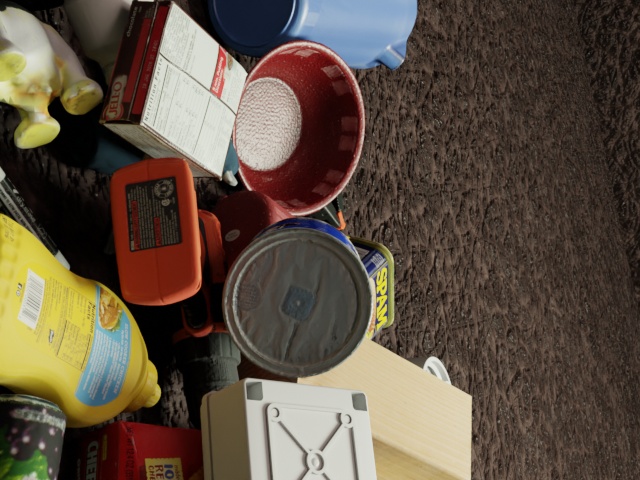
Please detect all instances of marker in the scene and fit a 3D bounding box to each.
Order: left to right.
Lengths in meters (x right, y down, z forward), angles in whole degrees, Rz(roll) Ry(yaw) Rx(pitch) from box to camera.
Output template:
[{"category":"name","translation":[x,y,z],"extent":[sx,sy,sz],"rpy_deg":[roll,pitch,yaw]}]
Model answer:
[{"category":"marker","translation":[-0.203,-0.024,0.695],"extent":[0.121,0.020,0.020],"rpy_deg":[62,30,-29]}]

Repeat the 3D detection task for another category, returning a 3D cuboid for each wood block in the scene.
[{"category":"wood block","translation":[0.031,0.149,0.940],"extent":[0.205,0.090,0.090],"rpy_deg":[31,49,-30]}]

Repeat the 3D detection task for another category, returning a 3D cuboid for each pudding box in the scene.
[{"category":"pudding box","translation":[-0.099,-0.101,0.740],"extent":[0.113,0.039,0.090],"rpy_deg":[35,65,-59]}]

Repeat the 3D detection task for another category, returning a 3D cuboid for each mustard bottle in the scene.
[{"category":"mustard bottle","translation":[-0.165,0.067,0.687],"extent":[0.191,0.058,0.096],"rpy_deg":[44,41,-49]}]

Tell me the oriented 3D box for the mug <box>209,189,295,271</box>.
[{"category":"mug","translation":[-0.056,0.001,0.921],"extent":[0.081,0.093,0.117],"rpy_deg":[37,16,-47]}]

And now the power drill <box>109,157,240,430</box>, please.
[{"category":"power drill","translation":[-0.098,0.038,0.770],"extent":[0.187,0.057,0.184],"rpy_deg":[80,-1,-67]}]

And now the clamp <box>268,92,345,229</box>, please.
[{"category":"clamp","translation":[-0.010,-0.094,1.102],"extent":[0.120,0.039,0.171],"rpy_deg":[-51,128,-51]}]

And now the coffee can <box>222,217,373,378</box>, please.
[{"category":"coffee can","translation":[-0.016,0.037,0.788],"extent":[0.140,0.103,0.103],"rpy_deg":[-91,166,-86]}]

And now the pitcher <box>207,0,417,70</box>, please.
[{"category":"pitcher","translation":[-0.014,-0.247,1.078],"extent":[0.242,0.149,0.145],"rpy_deg":[-18,116,-61]}]

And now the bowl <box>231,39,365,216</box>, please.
[{"category":"bowl","translation":[-0.034,-0.105,0.994],"extent":[0.161,0.055,0.162],"rpy_deg":[-11,107,-40]}]
